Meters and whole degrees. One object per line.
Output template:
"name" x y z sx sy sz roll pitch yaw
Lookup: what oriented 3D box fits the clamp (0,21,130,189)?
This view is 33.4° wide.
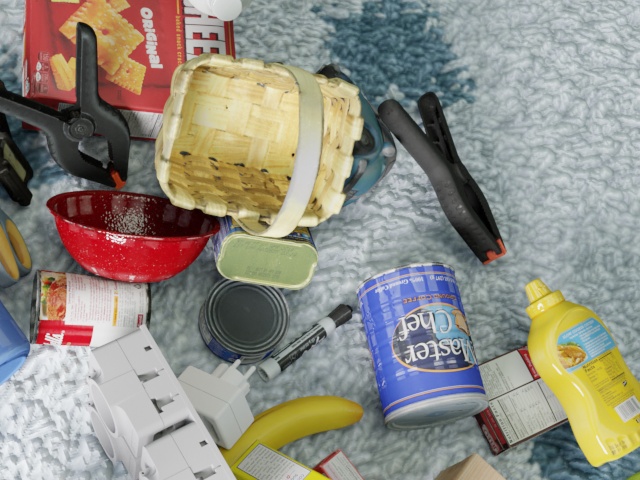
"clamp" -0.226 -0.123 1.013 0.120 0.171 0.039 -34 42 8

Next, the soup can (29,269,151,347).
"soup can" -0.211 0.064 0.977 0.102 0.069 0.068 5 64 -19

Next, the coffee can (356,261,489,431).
"coffee can" 0.099 0.105 1.049 0.102 0.103 0.140 -3 67 -21

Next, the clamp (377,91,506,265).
"clamp" 0.134 -0.071 1.151 0.164 0.036 0.210 -11 73 -64

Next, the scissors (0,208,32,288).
"scissors" -0.309 -0.047 0.980 0.016 0.096 0.202 -23 75 3

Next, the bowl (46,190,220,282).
"bowl" -0.177 -0.001 0.998 0.162 0.162 0.055 6 104 -18

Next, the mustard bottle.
"mustard bottle" 0.263 0.124 1.080 0.096 0.058 0.192 -22 76 -33

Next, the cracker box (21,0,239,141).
"cracker box" -0.196 -0.191 1.102 0.213 0.072 0.164 3 65 -19

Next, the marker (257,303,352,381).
"marker" -0.013 0.099 1.060 0.121 0.020 0.020 -35 81 -30

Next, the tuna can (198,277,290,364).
"tuna can" -0.075 0.077 1.040 0.086 0.034 0.086 8 63 -16

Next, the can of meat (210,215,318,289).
"can of meat" -0.057 0.001 1.047 0.102 0.057 0.084 9 26 -16

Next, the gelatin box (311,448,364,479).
"gelatin box" 0.024 0.240 0.974 0.030 0.073 0.089 -35 81 -30

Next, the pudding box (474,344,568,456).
"pudding box" 0.208 0.159 1.101 0.113 0.039 0.090 -19 74 -25

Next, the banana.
"banana" -0.045 0.192 0.997 0.197 0.037 0.069 -36 111 -27

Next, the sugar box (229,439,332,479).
"sugar box" 0.007 0.242 0.902 0.176 0.093 0.048 21 52 42
